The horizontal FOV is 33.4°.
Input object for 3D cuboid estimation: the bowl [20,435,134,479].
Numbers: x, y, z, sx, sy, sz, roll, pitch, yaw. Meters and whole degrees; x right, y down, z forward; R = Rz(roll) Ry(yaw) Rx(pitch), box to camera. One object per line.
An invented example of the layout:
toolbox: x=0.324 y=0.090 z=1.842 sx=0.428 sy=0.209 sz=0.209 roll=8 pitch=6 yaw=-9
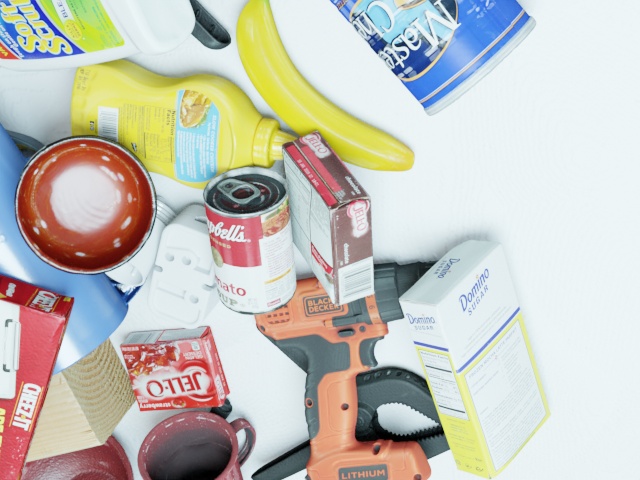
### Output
bowl: x=-0.246 y=0.266 z=1.062 sx=0.162 sy=0.162 sz=0.055 roll=-5 pitch=154 yaw=19

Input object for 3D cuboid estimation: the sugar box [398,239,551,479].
sugar box: x=0.128 y=0.096 z=0.866 sx=0.048 sy=0.093 sz=0.176 roll=5 pitch=124 yaw=47

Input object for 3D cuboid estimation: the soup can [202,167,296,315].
soup can: x=-0.056 y=0.001 z=0.864 sx=0.068 sy=0.068 sz=0.102 roll=7 pitch=128 yaw=14

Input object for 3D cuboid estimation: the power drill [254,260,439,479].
power drill: x=0.044 y=0.114 z=0.908 sx=0.184 sy=0.057 sz=0.187 roll=-9 pitch=89 yaw=14

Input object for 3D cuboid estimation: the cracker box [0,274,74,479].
cracker box: x=-0.323 y=0.095 z=0.851 sx=0.213 sy=0.072 sz=0.164 roll=18 pitch=102 yaw=-8

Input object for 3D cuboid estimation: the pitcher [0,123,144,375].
pitcher: x=-0.273 y=-0.008 z=0.931 sx=0.145 sy=0.149 sz=0.243 roll=-15 pitch=112 yaw=33

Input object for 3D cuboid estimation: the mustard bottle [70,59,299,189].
mustard bottle: x=-0.110 y=-0.092 z=0.889 sx=0.192 sy=0.058 sz=0.096 roll=11 pitch=115 yaw=12

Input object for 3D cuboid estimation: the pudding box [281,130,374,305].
pudding box: x=0.006 y=-0.016 z=0.850 sx=0.039 sy=0.090 sz=0.113 roll=-19 pitch=137 yaw=-16

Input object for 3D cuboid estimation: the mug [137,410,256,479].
mug: x=-0.107 y=0.212 z=0.994 sx=0.093 sy=0.117 sz=0.081 roll=30 pitch=146 yaw=35

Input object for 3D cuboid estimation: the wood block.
wood block: x=-0.297 y=0.159 z=1.039 sx=0.206 sy=0.090 sz=0.091 roll=-16 pitch=108 yaw=22

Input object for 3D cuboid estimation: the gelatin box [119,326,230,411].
gelatin box: x=-0.137 y=0.122 z=1.007 sx=0.089 sy=0.030 sz=0.073 roll=-6 pitch=111 yaw=19

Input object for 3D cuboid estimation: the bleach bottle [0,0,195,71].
bleach bottle: x=-0.225 y=-0.177 z=0.866 sx=0.251 sy=0.068 sz=0.102 roll=-8 pitch=118 yaw=36

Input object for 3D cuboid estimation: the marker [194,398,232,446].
marker: x=-0.118 y=0.197 z=1.041 sx=0.020 sy=0.020 sz=0.121 roll=34 pitch=118 yaw=1

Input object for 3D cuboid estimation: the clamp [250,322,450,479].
clamp: x=0.031 y=0.166 z=0.967 sx=0.210 sy=0.036 sz=0.165 roll=12 pitch=107 yaw=10

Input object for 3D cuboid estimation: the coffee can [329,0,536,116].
coffee can: x=0.072 y=-0.176 z=0.772 sx=0.103 sy=0.102 sz=0.140 roll=-39 pitch=97 yaw=27

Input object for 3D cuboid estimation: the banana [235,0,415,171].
banana: x=-0.008 y=-0.119 z=0.858 sx=0.070 sy=0.037 sz=0.198 roll=-35 pitch=99 yaw=29
